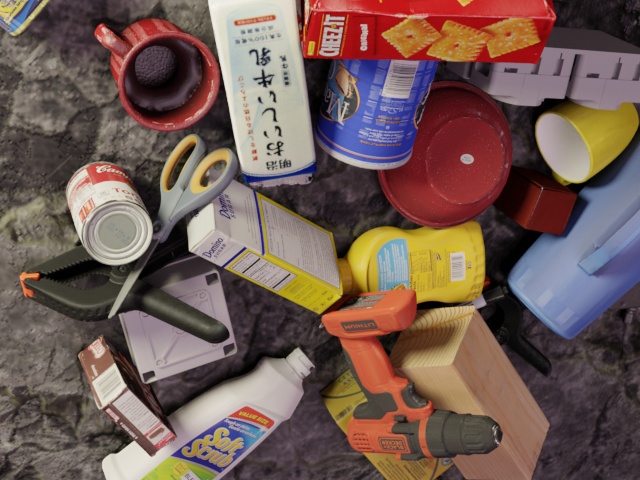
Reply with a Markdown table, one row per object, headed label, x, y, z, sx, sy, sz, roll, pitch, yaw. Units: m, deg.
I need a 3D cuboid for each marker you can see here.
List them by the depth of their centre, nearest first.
| label | x | y | z | sx | sy | sz | roll | pitch | yaw |
| --- | --- | --- | --- | --- | --- | --- | --- | --- | --- |
| marker | 0.161 | 0.079 | 1.244 | 0.121 | 0.020 | 0.020 | -23 | 123 | 13 |

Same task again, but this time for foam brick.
| label | x | y | z | sx | sy | sz | roll | pitch | yaw |
| --- | --- | --- | --- | --- | --- | --- | --- | --- | --- |
| foam brick | 0.241 | -0.046 | 1.204 | 0.052 | 0.078 | 0.051 | 10 | 109 | -26 |

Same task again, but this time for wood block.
| label | x | y | z | sx | sy | sz | roll | pitch | yaw |
| --- | --- | --- | --- | --- | --- | --- | --- | --- | --- |
| wood block | 0.173 | 0.179 | 1.228 | 0.206 | 0.091 | 0.090 | 54 | 47 | -29 |

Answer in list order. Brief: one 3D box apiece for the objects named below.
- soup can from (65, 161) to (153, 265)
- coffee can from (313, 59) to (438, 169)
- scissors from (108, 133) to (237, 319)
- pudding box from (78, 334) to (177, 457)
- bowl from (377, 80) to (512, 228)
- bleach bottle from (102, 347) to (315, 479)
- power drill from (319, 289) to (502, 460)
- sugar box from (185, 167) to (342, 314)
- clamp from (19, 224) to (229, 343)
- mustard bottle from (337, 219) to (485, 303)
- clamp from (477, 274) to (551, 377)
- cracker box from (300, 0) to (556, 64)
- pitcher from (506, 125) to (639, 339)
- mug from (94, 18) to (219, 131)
| label | x | y | z | sx | sy | sz | roll | pitch | yaw |
| --- | --- | --- | --- | --- | --- | --- | --- | --- | --- |
| soup can | -0.203 | -0.027 | 1.022 | 0.068 | 0.102 | 0.068 | -9 | 117 | -18 |
| coffee can | 0.057 | -0.155 | 1.045 | 0.102 | 0.103 | 0.140 | -1 | 127 | -21 |
| scissors | -0.137 | -0.016 | 1.019 | 0.016 | 0.096 | 0.201 | 43 | 54 | -46 |
| pudding box | -0.201 | 0.160 | 1.107 | 0.039 | 0.114 | 0.090 | -39 | 123 | -2 |
| bowl | 0.144 | -0.088 | 1.137 | 0.162 | 0.055 | 0.162 | -3 | 102 | -17 |
| bleach bottle | -0.115 | 0.206 | 1.195 | 0.251 | 0.068 | 0.102 | -40 | 123 | -2 |
| power drill | 0.089 | 0.146 | 1.127 | 0.057 | 0.185 | 0.187 | -37 | 114 | -51 |
| sugar box | -0.057 | 0.001 | 1.089 | 0.176 | 0.093 | 0.048 | 26 | 126 | -33 |
| clamp | -0.186 | 0.045 | 1.048 | 0.210 | 0.164 | 0.036 | -8 | 135 | -8 |
| mustard bottle | 0.087 | 0.031 | 1.190 | 0.191 | 0.058 | 0.096 | -8 | 107 | -18 |
| clamp | 0.203 | 0.121 | 1.293 | 0.120 | 0.039 | 0.171 | -28 | 114 | -3 |
| cracker box | 0.090 | -0.244 | 0.961 | 0.213 | 0.164 | 0.072 | 1 | 149 | -7 |
| pitcher | 0.332 | -0.004 | 1.222 | 0.243 | 0.145 | 0.149 | -47 | 132 | 10 |
| mug | -0.158 | -0.163 | 0.986 | 0.117 | 0.082 | 0.093 | 28 | 102 | -30 |
